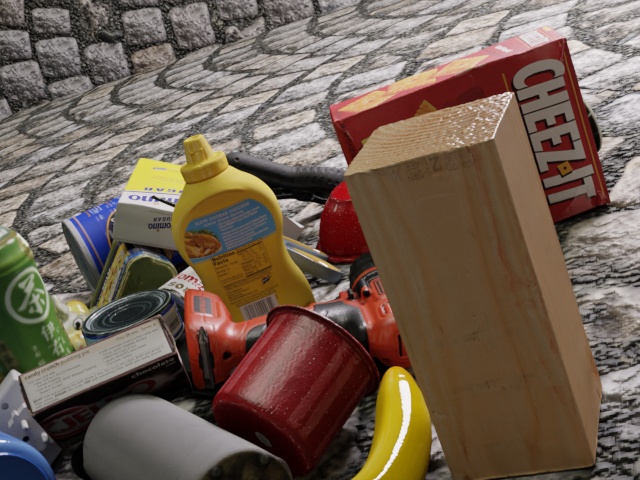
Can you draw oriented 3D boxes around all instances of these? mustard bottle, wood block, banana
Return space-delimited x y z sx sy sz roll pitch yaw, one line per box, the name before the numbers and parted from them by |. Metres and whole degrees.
mustard bottle | -0.076 -0.001 0.931 0.096 0.191 0.058 -21 18 -1
wood block | 0.096 0.029 0.637 0.090 0.206 0.090 -13 20 22
banana | 0.031 0.135 0.641 0.037 0.069 0.197 -49 -9 32

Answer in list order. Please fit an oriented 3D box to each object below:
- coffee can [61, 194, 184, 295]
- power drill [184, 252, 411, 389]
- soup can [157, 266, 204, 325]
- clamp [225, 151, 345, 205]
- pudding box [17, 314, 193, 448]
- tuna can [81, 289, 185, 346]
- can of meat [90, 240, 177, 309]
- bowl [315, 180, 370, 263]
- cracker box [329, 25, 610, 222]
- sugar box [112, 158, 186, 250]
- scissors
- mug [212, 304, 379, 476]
coffee can | -0.211 -0.005 1.226 0.140 0.103 0.103 -27 19 -18
power drill | -0.015 0.059 0.860 0.187 0.057 0.184 -9 16 -4
soup can | -0.103 0.050 1.011 0.069 0.068 0.102 -2 26 43
clamp | -0.026 -0.067 1.203 0.172 0.039 0.120 2 -11 17
pudding box | -0.157 0.107 0.791 0.113 0.039 0.090 -25 -23 -10
tuna can | -0.165 0.076 0.934 0.086 0.034 0.086 -16 19 5
can of meat | -0.184 0.051 1.053 0.057 0.102 0.084 18 9 -22
bowl | 0.062 -0.037 1.101 0.162 0.055 0.162 -19 19 7
cracker box | 0.135 -0.078 0.965 0.214 0.164 0.072 -19 20 5
sugar box | -0.156 -0.039 1.104 0.093 0.048 0.176 9 15 -6
scissors | -0.057 0.001 0.995 0.201 0.016 0.096 19 10 -44
mug | -0.023 0.110 0.734 0.081 0.093 0.117 -52 -5 -31
